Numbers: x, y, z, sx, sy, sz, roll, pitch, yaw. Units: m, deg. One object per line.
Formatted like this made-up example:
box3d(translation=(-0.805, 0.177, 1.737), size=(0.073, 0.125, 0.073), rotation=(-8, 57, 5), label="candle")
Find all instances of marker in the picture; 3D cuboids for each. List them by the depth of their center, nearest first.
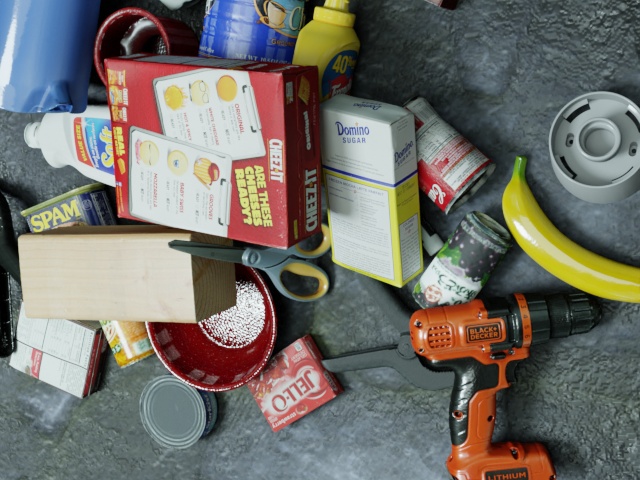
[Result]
box3d(translation=(0.084, -0.038, 1.085), size=(0.020, 0.020, 0.121), rotation=(-39, 82, 22), label="marker")

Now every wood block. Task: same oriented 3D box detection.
box3d(translation=(-0.202, 0.032, 1.114), size=(0.206, 0.090, 0.090), rotation=(-1, 97, 23), label="wood block")

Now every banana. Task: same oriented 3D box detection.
box3d(translation=(0.241, 0.006, 1.016), size=(0.198, 0.037, 0.070), rotation=(42, 111, 12), label="banana")

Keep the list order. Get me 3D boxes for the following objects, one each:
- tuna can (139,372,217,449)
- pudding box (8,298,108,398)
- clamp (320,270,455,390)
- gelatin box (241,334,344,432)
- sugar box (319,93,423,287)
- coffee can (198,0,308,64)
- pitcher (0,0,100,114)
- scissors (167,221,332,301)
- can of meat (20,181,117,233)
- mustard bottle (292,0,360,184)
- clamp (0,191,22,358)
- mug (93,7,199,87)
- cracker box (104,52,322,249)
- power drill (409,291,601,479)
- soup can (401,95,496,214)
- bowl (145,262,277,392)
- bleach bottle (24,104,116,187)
box3d(translation=(-0.160, 0.190, 1.211), size=(0.086, 0.033, 0.086), rotation=(3, 98, 22), label="tuna can")
box3d(translation=(-0.308, 0.124, 1.262), size=(0.114, 0.039, 0.090), rotation=(19, 104, 17), label="pudding box")
box3d(translation=(0.089, 0.094, 1.091), size=(0.171, 0.039, 0.120), rotation=(12, 106, 14), label="clamp")
box3d(translation=(-0.030, 0.154, 1.153), size=(0.089, 0.030, 0.073), rotation=(-33, 84, 23), label="gelatin box")
box3d(translation=(0.050, -0.049, 1.040), size=(0.093, 0.048, 0.176), rotation=(20, 126, 37), label="sugar box")
box3d(translation=(-0.063, -0.239, 1.073), size=(0.103, 0.102, 0.140), rotation=(15, 103, 20), label="coffee can")
box3d(translation=(-0.296, -0.263, 1.115), size=(0.149, 0.145, 0.243), rotation=(15, 110, -1), label="pitcher")
box3d(translation=(-0.057, 0.001, 1.075), size=(0.016, 0.201, 0.096), rotation=(19, 82, 50), label="scissors")
box3d(translation=(-0.281, -0.011, 1.222), size=(0.102, 0.057, 0.084), rotation=(-19, 92, 23), label="can of meat")
box3d(translation=(0.000, -0.154, 1.062), size=(0.058, 0.096, 0.192), rotation=(17, 103, 22), label="mustard bottle")
box3d(translation=(-0.369, 0.011, 1.233), size=(0.165, 0.036, 0.210), rotation=(-44, 59, 48), label="clamp")
box3d(translation=(-0.172, -0.191, 1.136), size=(0.117, 0.081, 0.093), rotation=(42, 110, 12), label="mug")
box3d(translation=(-0.103, -0.092, 1.029), size=(0.214, 0.072, 0.164), rotation=(10, 111, 31), label="cracker box")
box3d(translation=(0.184, 0.143, 1.032), size=(0.184, 0.057, 0.188), rotation=(-6, 100, 0), label="power drill")
box3d(translation=(0.111, -0.084, 1.041), size=(0.102, 0.068, 0.069), rotation=(45, 111, 11), label="soup can")
box3d(translation=(-0.110, 0.080, 1.163), size=(0.162, 0.055, 0.162), rotation=(3, 99, 22), label="bowl")
box3d(translation=(-0.220, -0.098, 1.182), size=(0.251, 0.068, 0.102), rotation=(8, 100, 24), label="bleach bottle")
